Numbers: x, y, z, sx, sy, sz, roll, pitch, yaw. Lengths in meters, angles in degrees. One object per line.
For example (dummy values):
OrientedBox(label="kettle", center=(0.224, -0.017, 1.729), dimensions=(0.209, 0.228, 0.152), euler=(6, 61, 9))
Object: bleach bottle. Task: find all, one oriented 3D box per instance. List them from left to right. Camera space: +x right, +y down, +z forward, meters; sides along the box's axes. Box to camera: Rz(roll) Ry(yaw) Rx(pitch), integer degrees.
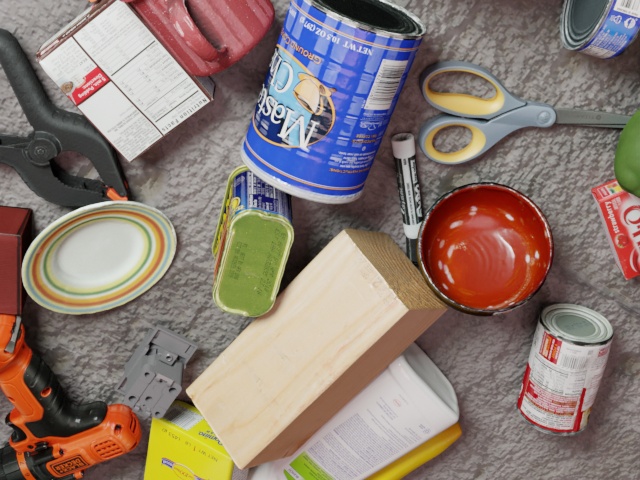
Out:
OrientedBox(label="bleach bottle", center=(0.003, 0.190, 1.003), dimensions=(0.251, 0.068, 0.102), euler=(-36, 111, 18))

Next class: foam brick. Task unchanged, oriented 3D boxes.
OrientedBox(label="foam brick", center=(-0.272, 0.015, 0.893), dimensions=(0.051, 0.053, 0.078), euler=(5, 117, -7))

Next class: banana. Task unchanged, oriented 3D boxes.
OrientedBox(label="banana", center=(0.059, 0.239, 1.050), dimensions=(0.069, 0.037, 0.198), euler=(17, 119, -34))

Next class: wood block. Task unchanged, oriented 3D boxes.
OrientedBox(label="wood block", center=(-0.004, 0.093, 0.914), dimensions=(0.206, 0.090, 0.090), euler=(-46, 69, 20))

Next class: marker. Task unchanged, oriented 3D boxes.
OrientedBox(label="marker", center=(0.077, -0.033, 0.907), dimensions=(0.020, 0.020, 0.121), euler=(-9, 119, 1))

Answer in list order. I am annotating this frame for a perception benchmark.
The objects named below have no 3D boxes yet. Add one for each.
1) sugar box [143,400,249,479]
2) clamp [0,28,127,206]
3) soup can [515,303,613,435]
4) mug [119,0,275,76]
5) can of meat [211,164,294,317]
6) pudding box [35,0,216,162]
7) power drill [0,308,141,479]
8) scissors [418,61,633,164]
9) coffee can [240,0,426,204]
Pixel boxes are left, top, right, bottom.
OrientedBox(label="sugar box", center=(-0.123, 0.246, 1.013), dimensions=(0.093, 0.048, 0.176), euler=(24, 117, 23))
OrientedBox(label="clamp", center=(-0.221, -0.088, 0.848), dimensions=(0.171, 0.039, 0.120), euler=(25, 119, -23))
OrientedBox(label="soup can", center=(0.222, 0.117, 0.972), dimensions=(0.068, 0.068, 0.102), euler=(4, 118, -6))
OrientedBox(label="mug", center=(-0.086, -0.168, 0.770), dimensions=(0.093, 0.117, 0.081), euler=(-30, 121, 15))
OrientedBox(label="can of meat", center=(-0.056, 0.001, 0.881), dimensions=(0.057, 0.084, 0.102), euler=(11, 118, -10))
OrientedBox(label="pudding box", center=(-0.150, -0.129, 0.830), dimensions=(0.090, 0.039, 0.113), euler=(-34, 117, 14))
OrientedBox(label="power drill", center=(-0.280, 0.152, 0.954), dimensions=(0.184, 0.057, 0.187), euler=(-22, 129, 14))
OrientedBox(label="scissors", center=(0.169, -0.089, 0.884), dimensions=(0.201, 0.016, 0.096), euler=(18, 118, -13))
OrientedBox(label="coffee can", center=(0.008, -0.113, 0.811), dimensions=(0.102, 0.103, 0.140), euler=(15, 117, -12))
